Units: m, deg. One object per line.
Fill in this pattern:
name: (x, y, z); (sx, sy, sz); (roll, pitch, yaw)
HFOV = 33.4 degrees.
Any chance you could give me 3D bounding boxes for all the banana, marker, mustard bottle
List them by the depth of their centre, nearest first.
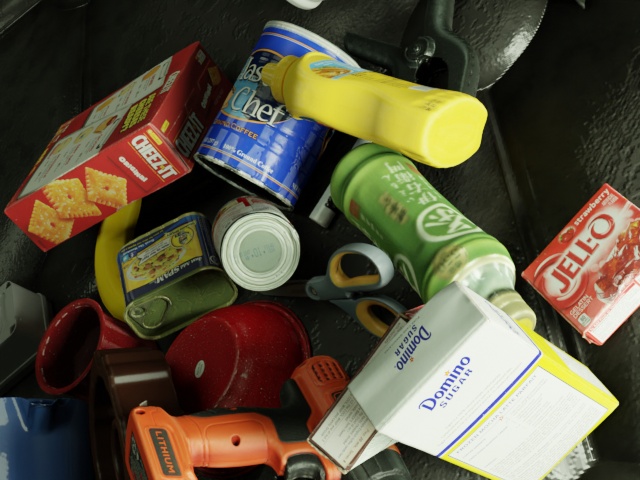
mustard bottle: (0.030, -0.112, 0.857); (0.192, 0.096, 0.058); (23, 111, 32)
marker: (0.029, -0.067, 0.940); (0.020, 0.020, 0.121); (29, 87, 47)
banana: (-0.196, 0.022, 1.082); (0.069, 0.037, 0.198); (-19, 51, -4)

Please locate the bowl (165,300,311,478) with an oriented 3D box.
bowl: (-0.086, 0.117, 0.908); (0.162, 0.055, 0.162); (-21, 53, 32)

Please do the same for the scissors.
scissors: (0.013, 0.053, 0.874); (0.016, 0.096, 0.202); (-38, 2, -29)

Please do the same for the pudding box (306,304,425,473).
pudding box: (0.051, 0.093, 0.706); (0.039, 0.089, 0.114); (39, 109, 19)

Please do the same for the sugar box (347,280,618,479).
sugar box: (0.105, 0.095, 0.658); (0.093, 0.176, 0.048); (-47, 44, 10)

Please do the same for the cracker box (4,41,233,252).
cracker box: (-0.205, -0.095, 1.100); (0.214, 0.072, 0.164); (-24, 29, 30)

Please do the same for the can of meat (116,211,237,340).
can of meat: (-0.136, 0.031, 0.990); (0.102, 0.057, 0.084); (-26, 45, 5)

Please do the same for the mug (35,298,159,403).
mug: (-0.197, 0.115, 0.989); (0.117, 0.081, 0.093); (22, 81, 47)

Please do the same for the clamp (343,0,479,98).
clamp: (0.097, -0.167, 0.925); (0.120, 0.039, 0.171); (-46, 50, 17)

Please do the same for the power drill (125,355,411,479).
power drill: (-0.032, 0.164, 0.750); (0.184, 0.187, 0.057); (-124, 38, -46)

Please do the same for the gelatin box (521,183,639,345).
gelatin box: (0.193, 0.016, 0.733); (0.089, 0.030, 0.073); (-48, 43, 9)

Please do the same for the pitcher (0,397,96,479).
pitcher: (-0.254, 0.270, 0.928); (0.145, 0.149, 0.243); (-20, 56, 14)

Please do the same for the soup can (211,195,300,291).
soup can: (-0.056, 0.001, 0.910); (0.068, 0.068, 0.102); (-54, 13, 2)

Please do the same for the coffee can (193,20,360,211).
coffee can: (-0.037, -0.112, 0.965); (0.103, 0.102, 0.140); (22, 82, 47)
